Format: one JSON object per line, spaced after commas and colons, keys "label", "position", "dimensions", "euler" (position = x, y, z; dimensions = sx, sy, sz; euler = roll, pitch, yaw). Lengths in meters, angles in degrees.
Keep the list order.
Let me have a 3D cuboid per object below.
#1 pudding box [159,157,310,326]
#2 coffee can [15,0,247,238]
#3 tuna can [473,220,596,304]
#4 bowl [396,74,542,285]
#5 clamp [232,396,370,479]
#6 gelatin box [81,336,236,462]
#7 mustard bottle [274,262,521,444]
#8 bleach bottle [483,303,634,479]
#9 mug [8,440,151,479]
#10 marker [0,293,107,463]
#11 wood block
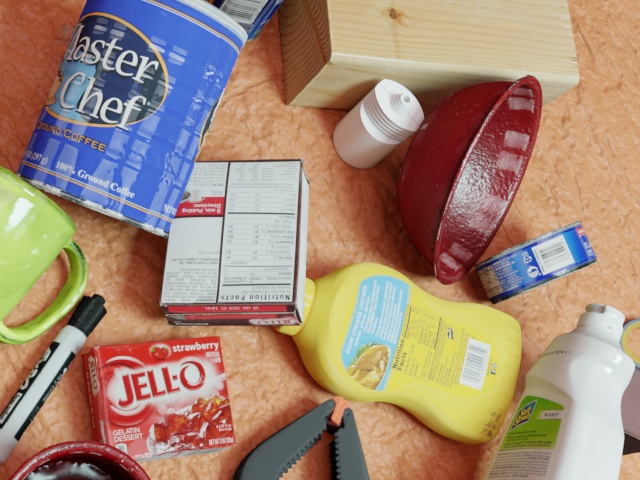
{"label": "pudding box", "position": [-0.055, 0.001, 0.706], "dimensions": [0.090, 0.039, 0.113], "euler": [0, 63, 5]}
{"label": "coffee can", "position": [-0.119, -0.085, 0.673], "dimensions": [0.102, 0.103, 0.140], "euler": [22, 87, -15]}
{"label": "tuna can", "position": [0.160, 0.017, 0.793], "dimensions": [0.086, 0.086, 0.034], "euler": [-19, 83, -27]}
{"label": "bowl", "position": [0.101, -0.052, 0.774], "dimensions": [0.055, 0.162, 0.162], "euler": [26, 60, 22]}
{"label": "clamp", "position": [-0.033, 0.192, 0.674], "dimensions": [0.164, 0.036, 0.210], "euler": [17, 60, -2]}
{"label": "gelatin box", "position": [-0.102, 0.101, 0.678], "dimensions": [0.089, 0.030, 0.073], "euler": [-1, 73, -33]}
{"label": "mustard bottle", "position": [0.043, 0.069, 0.742], "dimensions": [0.191, 0.058, 0.096], "euler": [22, 71, -16]}
{"label": "bleach bottle", "position": [0.153, 0.153, 0.691], "dimensions": [0.068, 0.103, 0.250], "euler": [36, 65, -21]}
{"label": "mug", "position": [-0.142, 0.178, 0.612], "dimensions": [0.093, 0.082, 0.117], "euler": [-15, 79, -27]}
{"label": "marker", "position": [-0.171, 0.083, 0.667], "dimensions": [0.020, 0.020, 0.121], "euler": [36, 63, -9]}
{"label": "wood block", "position": [0.082, -0.152, 0.814], "dimensions": [0.205, 0.090, 0.091], "euler": [2, 73, -23]}
